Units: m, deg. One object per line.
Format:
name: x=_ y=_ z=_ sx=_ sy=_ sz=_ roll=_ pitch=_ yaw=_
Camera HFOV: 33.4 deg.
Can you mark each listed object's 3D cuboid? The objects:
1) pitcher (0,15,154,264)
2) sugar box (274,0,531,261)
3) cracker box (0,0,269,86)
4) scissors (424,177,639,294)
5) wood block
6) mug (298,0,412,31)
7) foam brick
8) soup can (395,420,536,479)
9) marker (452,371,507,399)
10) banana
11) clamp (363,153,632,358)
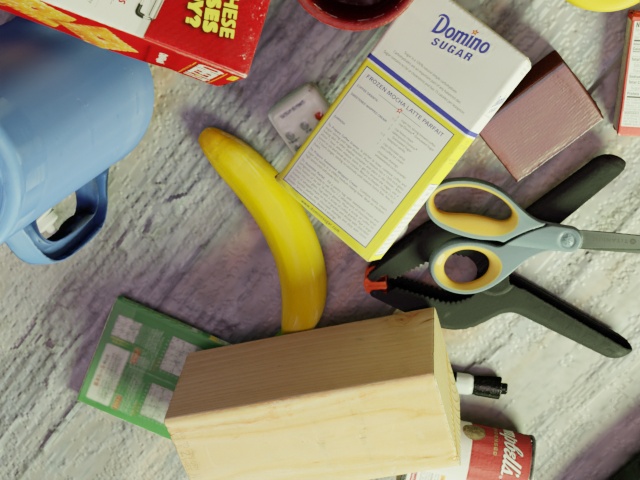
pitcher: x=-0.204 y=-0.067 z=0.718 sx=0.149 sy=0.242 sz=0.145 roll=36 pitch=112 yaw=-6
sugar box: x=0.057 y=-0.082 z=0.748 sx=0.093 sy=0.048 sz=0.176 roll=41 pitch=100 yaw=11
cracker box: x=-0.130 y=-0.209 z=0.665 sx=0.213 sy=0.072 sz=0.164 roll=18 pitch=86 yaw=-20
scissors: x=0.167 y=0.014 z=0.786 sx=0.202 sy=0.016 sz=0.096 roll=20 pitch=107 yaw=4
wood block: x=-0.003 y=0.129 z=0.824 sx=0.206 sy=0.090 sz=0.090 roll=-12 pitch=116 yaw=13
mug: x=0.035 y=-0.205 z=0.721 sx=0.117 sy=0.081 sz=0.093 roll=-36 pitch=108 yaw=21
foam brick: x=0.156 y=-0.091 z=0.771 sx=0.078 sy=0.053 sz=0.051 roll=-37 pitch=102 yaw=18
soup can: x=0.117 y=0.181 z=0.867 sx=0.102 sy=0.068 sz=0.068 roll=12 pitch=111 yaw=2
marker: x=0.092 y=0.114 z=0.871 sx=0.121 sy=0.020 sz=0.020 roll=7 pitch=111 yaw=4
banana: x=-0.037 y=0.001 z=0.834 sx=0.070 sy=0.037 sz=0.198 roll=-13 pitch=108 yaw=10
clamp: x=0.138 y=0.012 z=0.819 sx=0.210 sy=0.036 sz=0.164 roll=1 pitch=110 yaw=6
